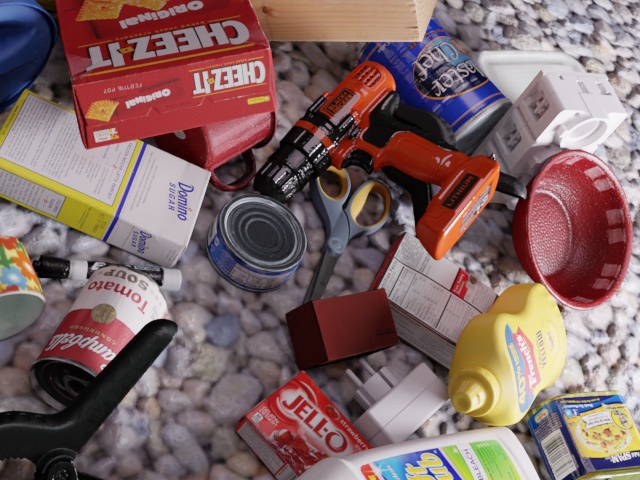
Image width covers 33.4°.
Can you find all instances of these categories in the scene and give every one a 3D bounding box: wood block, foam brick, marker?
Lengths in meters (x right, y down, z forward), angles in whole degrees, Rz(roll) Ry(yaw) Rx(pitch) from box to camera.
[{"bbox_3d":[0.005,-0.259,1.068,0.206,0.091,0.090,4,45,18],"label":"wood block"},{"bbox_3d":[0.018,0.076,0.910,0.078,0.051,0.053,-8,78,-34],"label":"foam brick"},{"bbox_3d":[-0.173,0.027,0.868,0.121,0.020,0.020,7,53,-25],"label":"marker"}]

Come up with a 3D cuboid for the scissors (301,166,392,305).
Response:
[{"bbox_3d":[0.001,-0.010,0.996,0.096,0.016,0.201,43,46,2],"label":"scissors"}]

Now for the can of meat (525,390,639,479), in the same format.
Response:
[{"bbox_3d":[0.243,0.184,0.959,0.101,0.058,0.084,2,53,-29],"label":"can of meat"}]

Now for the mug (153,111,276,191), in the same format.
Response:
[{"bbox_3d":[-0.096,-0.100,0.972,0.081,0.093,0.117,-35,114,-37],"label":"mug"}]

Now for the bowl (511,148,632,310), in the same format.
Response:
[{"bbox_3d":[0.245,-0.009,1.082,0.161,0.055,0.162,3,84,-36],"label":"bowl"}]

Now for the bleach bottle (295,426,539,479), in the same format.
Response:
[{"bbox_3d":[0.066,0.204,0.805,0.250,0.068,0.102,0,58,-43],"label":"bleach bottle"}]

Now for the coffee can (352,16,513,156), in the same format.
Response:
[{"bbox_3d":[0.117,-0.159,1.117,0.102,0.103,0.140,-28,72,-41],"label":"coffee can"}]

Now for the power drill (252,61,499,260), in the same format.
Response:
[{"bbox_3d":[0.055,-0.064,0.986,0.188,0.057,0.184,36,70,17],"label":"power drill"}]

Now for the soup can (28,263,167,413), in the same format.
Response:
[{"bbox_3d":[-0.165,0.075,0.803,0.068,0.069,0.102,30,46,-6],"label":"soup can"}]

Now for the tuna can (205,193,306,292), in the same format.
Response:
[{"bbox_3d":[-0.056,0.001,0.944,0.086,0.034,0.086,15,50,-19],"label":"tuna can"}]

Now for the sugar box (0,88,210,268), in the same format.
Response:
[{"bbox_3d":[-0.188,-0.051,0.903,0.176,0.048,0.093,27,47,-15],"label":"sugar box"}]

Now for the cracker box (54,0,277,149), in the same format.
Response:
[{"bbox_3d":[-0.143,-0.180,0.930,0.164,0.072,0.214,-13,41,-9],"label":"cracker box"}]

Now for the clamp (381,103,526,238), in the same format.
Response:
[{"bbox_3d":[0.118,-0.073,1.043,0.120,0.039,0.171,-28,77,4],"label":"clamp"}]

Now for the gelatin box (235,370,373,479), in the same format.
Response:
[{"bbox_3d":[-0.013,0.158,0.852,0.089,0.030,0.073,48,47,10],"label":"gelatin box"}]

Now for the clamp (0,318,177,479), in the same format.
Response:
[{"bbox_3d":[-0.173,0.163,0.728,0.209,0.036,0.164,-21,104,-23],"label":"clamp"}]

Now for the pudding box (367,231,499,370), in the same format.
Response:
[{"bbox_3d":[0.101,0.057,0.989,0.113,0.039,0.090,33,48,-1],"label":"pudding box"}]

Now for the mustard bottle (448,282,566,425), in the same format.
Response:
[{"bbox_3d":[0.157,0.106,0.923,0.191,0.058,0.096,-26,107,-57],"label":"mustard bottle"}]
